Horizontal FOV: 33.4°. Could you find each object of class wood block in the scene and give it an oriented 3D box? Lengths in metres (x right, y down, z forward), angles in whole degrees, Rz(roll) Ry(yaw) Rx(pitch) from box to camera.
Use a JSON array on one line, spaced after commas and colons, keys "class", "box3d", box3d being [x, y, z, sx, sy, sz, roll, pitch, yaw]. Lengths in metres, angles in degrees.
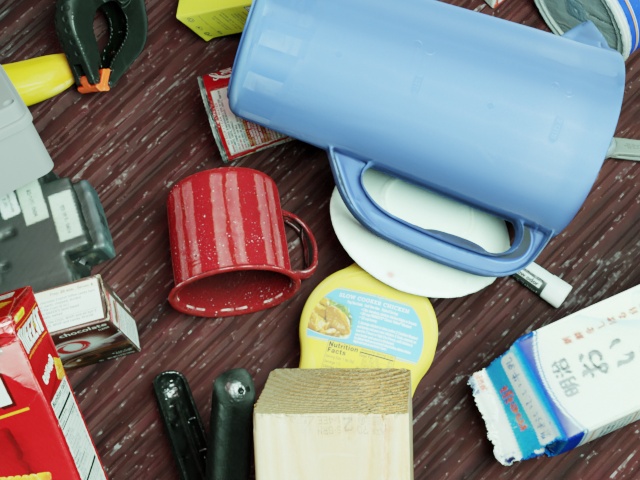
[{"class": "wood block", "box3d": [0.012, 0.188, 0.646, 0.090, 0.090, 0.206, -1, 100, 5]}]

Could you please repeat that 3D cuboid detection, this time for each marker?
[{"class": "marker", "box3d": [0.127, 0.006, 0.774, 0.121, 0.020, 0.020, 36, 79, 15]}]

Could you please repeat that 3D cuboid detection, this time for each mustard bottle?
[{"class": "mustard bottle", "box3d": [0.029, 0.077, 0.740, 0.096, 0.058, 0.191, 13, 75, 8]}]

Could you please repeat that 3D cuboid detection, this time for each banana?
[{"class": "banana", "box3d": [-0.286, -0.130, 0.846, 0.198, 0.037, 0.069, 9, 74, 8]}]

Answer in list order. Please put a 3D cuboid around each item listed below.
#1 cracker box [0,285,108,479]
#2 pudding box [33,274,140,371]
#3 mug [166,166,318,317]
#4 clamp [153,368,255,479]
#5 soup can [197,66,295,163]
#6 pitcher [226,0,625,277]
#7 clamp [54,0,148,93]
[{"class": "cracker box", "box3d": [-0.229, 0.158, 0.683, 0.164, 0.072, 0.213, -18, 104, 0]}, {"class": "pudding box", "box3d": [-0.192, 0.066, 0.748, 0.113, 0.090, 0.039, -18, 71, -1]}, {"class": "mug", "box3d": [-0.055, 0.001, 0.764, 0.117, 0.093, 0.081, 2, 64, -27]}, {"class": "clamp", "box3d": [-0.062, 0.177, 0.682, 0.036, 0.165, 0.210, -7, 79, -23]}, {"class": "soup can", "box3d": [-0.034, -0.105, 0.799, 0.102, 0.068, 0.068, -17, 72, -1]}, {"class": "pitcher", "box3d": [0.063, -0.089, 0.709, 0.242, 0.145, 0.149, 18, 39, -3]}, {"class": "clamp", "box3d": [-0.159, -0.200, 0.839, 0.120, 0.039, 0.171, -1, 95, -39]}]
